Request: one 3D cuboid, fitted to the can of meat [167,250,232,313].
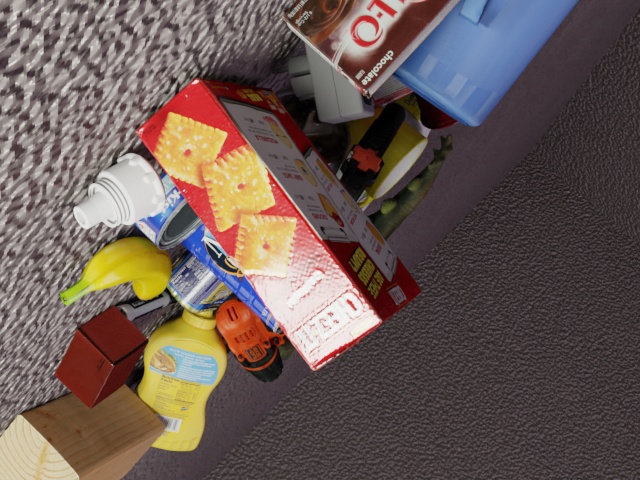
[{"bbox_3d":[-0.110,0.028,1.118,0.084,0.057,0.102,-46,171,8],"label":"can of meat"}]

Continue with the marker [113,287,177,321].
[{"bbox_3d":[-0.175,0.065,1.088,0.020,0.020,0.121,-50,170,18],"label":"marker"}]

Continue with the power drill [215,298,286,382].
[{"bbox_3d":[-0.020,0.094,1.261,0.187,0.057,0.184,-28,152,-2],"label":"power drill"}]

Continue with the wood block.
[{"bbox_3d":[-0.262,0.223,1.141,0.091,0.090,0.206,-49,171,13],"label":"wood block"}]

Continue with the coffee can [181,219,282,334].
[{"bbox_3d":[-0.056,0.001,0.980,0.102,0.140,0.103,-46,171,-10],"label":"coffee can"}]

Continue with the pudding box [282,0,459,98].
[{"bbox_3d":[0.041,-0.180,0.821,0.113,0.090,0.039,-48,171,6],"label":"pudding box"}]

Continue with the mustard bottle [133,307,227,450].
[{"bbox_3d":[-0.162,0.149,1.247,0.058,0.096,0.192,-109,-142,-68],"label":"mustard bottle"}]

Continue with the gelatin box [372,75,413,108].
[{"bbox_3d":[0.074,-0.163,1.125,0.089,0.030,0.073,-19,-171,33],"label":"gelatin box"}]

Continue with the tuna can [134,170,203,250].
[{"bbox_3d":[-0.116,-0.034,0.893,0.086,0.034,0.086,-46,171,-10],"label":"tuna can"}]

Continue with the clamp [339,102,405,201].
[{"bbox_3d":[0.046,-0.082,1.053,0.164,0.036,0.210,-60,180,-7],"label":"clamp"}]

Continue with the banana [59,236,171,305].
[{"bbox_3d":[-0.165,0.026,0.932,0.070,0.037,0.197,-31,172,8],"label":"banana"}]

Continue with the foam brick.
[{"bbox_3d":[-0.210,0.112,1.023,0.051,0.053,0.078,-37,167,-49],"label":"foam brick"}]

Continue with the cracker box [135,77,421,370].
[{"bbox_3d":[-0.025,-0.017,0.809,0.072,0.214,0.164,-38,175,15],"label":"cracker box"}]

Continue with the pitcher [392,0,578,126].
[{"bbox_3d":[0.166,-0.231,0.972,0.149,0.145,0.243,29,99,-35],"label":"pitcher"}]
